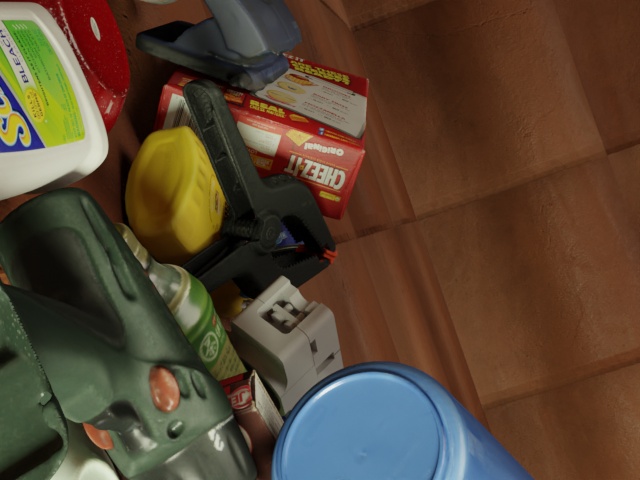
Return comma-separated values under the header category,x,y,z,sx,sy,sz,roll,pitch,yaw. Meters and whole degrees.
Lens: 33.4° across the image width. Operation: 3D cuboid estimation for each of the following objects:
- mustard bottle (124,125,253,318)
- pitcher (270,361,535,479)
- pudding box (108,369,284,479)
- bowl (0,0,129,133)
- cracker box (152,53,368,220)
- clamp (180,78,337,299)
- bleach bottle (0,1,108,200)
category,x,y,z,sx,sy,sz,roll,pitch,yaw
mustard bottle,-0.080,0.005,0.818,0.191,0.058,0.096,58,26,-52
pitcher,0.075,0.170,0.621,0.242,0.149,0.145,51,30,-51
pudding box,-0.058,0.136,0.623,0.039,0.090,0.113,-94,162,-54
bowl,-0.161,-0.121,0.649,0.162,0.055,0.162,-19,90,-79
cracker box,-0.045,-0.106,0.917,0.213,0.164,0.072,-83,-169,-67
clamp,-0.055,0.001,0.753,0.209,0.036,0.164,32,74,-56
bleach bottle,-0.173,-0.048,0.451,0.250,0.068,0.102,-57,126,-74
